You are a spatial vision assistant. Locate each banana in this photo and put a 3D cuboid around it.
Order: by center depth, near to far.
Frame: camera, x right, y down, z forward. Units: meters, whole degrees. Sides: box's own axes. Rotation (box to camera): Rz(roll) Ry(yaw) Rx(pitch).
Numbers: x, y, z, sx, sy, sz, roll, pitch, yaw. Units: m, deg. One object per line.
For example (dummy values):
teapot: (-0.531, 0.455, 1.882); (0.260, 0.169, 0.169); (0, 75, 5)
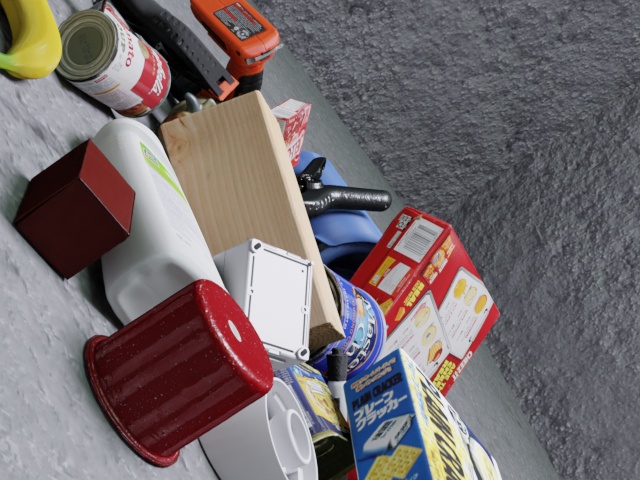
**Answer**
banana: (-0.241, -0.183, 0.855); (0.069, 0.037, 0.198); (50, 11, -45)

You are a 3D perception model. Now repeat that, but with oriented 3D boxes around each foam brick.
foam brick: (-0.156, -0.022, 0.690); (0.051, 0.053, 0.078); (53, 10, -23)

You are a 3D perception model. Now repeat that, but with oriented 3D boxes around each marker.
marker: (0.014, 0.152, 0.914); (0.020, 0.020, 0.121); (10, 80, -78)

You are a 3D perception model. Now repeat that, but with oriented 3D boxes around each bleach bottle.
bleach bottle: (-0.129, -0.018, 0.809); (0.102, 0.068, 0.251); (54, 6, -36)

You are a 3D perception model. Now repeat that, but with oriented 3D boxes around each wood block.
wood block: (-0.056, -0.006, 0.900); (0.090, 0.091, 0.206); (54, 18, -73)

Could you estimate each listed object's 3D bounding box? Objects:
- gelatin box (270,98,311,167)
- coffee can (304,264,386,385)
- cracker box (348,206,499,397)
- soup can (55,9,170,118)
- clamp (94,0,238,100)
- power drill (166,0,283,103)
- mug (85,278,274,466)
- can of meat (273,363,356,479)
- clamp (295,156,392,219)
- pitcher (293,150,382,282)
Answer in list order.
gelatin box: (-0.041, -0.111, 1.173); (0.030, 0.073, 0.089); (18, 21, 10)
coffee can: (-0.006, 0.077, 0.998); (0.103, 0.103, 0.140); (61, 10, 22)
cracker box: (0.102, 0.086, 1.170); (0.072, 0.164, 0.213); (28, -15, 35)
soup can: (-0.187, -0.158, 0.959); (0.068, 0.068, 0.102); (60, 10, 20)
clamp: (-0.174, -0.224, 1.130); (0.210, 0.036, 0.165); (43, -10, -2)
power drill: (-0.113, -0.190, 1.196); (0.184, 0.057, 0.188); (43, -31, 21)
mug: (-0.081, 0.075, 0.662); (0.093, 0.081, 0.117); (56, 9, -4)
can of meat: (-0.016, 0.144, 0.859); (0.084, 0.057, 0.102); (59, 8, 29)
clamp: (-0.016, -0.058, 1.197); (0.171, 0.039, 0.120); (-6, 25, -39)
pitcher: (0.006, 0.001, 1.280); (0.243, 0.144, 0.149); (-116, -150, -52)
